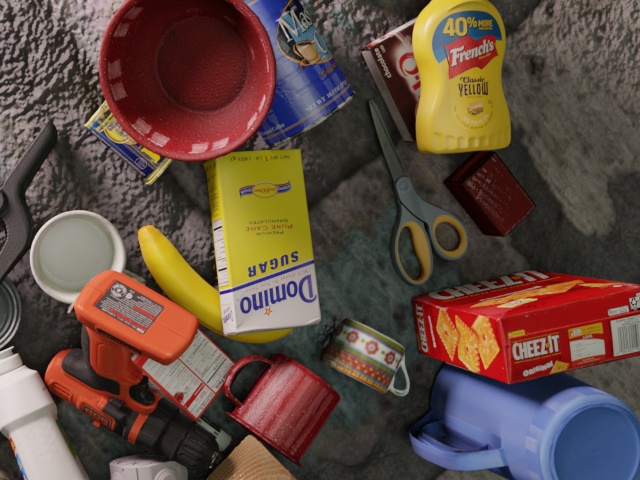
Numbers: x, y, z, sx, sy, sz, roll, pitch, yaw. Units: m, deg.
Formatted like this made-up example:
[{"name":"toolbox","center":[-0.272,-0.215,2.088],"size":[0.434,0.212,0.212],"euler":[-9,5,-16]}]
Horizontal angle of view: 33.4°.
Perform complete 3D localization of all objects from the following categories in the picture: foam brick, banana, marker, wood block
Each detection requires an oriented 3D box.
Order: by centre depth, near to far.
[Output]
[{"name":"wood block","center":[-0.023,0.297,1.050],"size":[0.090,0.091,0.206],"euler":[-45,123,-9]},{"name":"banana","center":[-0.103,0.055,1.069],"size":[0.197,0.037,0.069],"euler":[27,69,-18]},{"name":"marker","center":[-0.140,0.170,1.074],"size":[0.121,0.020,0.020],"euler":[41,83,-16]},{"name":"foam brick","center":[0.180,-0.049,1.133],"size":[0.051,0.053,0.078],"euler":[-42,105,-10]}]

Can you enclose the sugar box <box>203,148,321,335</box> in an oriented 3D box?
[{"name":"sugar box","center":[-0.057,0.001,1.050],"size":[0.093,0.048,0.176],"euler":[-6,83,-23]}]

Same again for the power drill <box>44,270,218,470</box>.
[{"name":"power drill","center":[-0.163,0.123,0.966],"size":[0.184,0.188,0.057],"euler":[28,48,5]}]

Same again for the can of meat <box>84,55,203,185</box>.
[{"name":"can of meat","center":[-0.163,-0.118,1.024],"size":[0.084,0.057,0.102],"euler":[41,82,-13]}]

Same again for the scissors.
[{"name":"scissors","center":[0.105,-0.053,1.130],"size":[0.096,0.016,0.202],"euler":[-8,97,-17]}]

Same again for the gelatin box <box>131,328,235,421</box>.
[{"name":"gelatin box","center":[-0.136,0.125,1.055],"size":[0.089,0.030,0.073],"euler":[46,61,-15]}]

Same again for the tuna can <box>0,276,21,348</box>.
[{"name":"tuna can","center":[-0.325,0.064,1.002],"size":[0.086,0.034,0.086],"euler":[-1,95,-17]}]

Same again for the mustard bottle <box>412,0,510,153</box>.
[{"name":"mustard bottle","center":[0.140,-0.185,1.065],"size":[0.096,0.058,0.191],"euler":[-6,97,-20]}]

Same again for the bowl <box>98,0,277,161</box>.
[{"name":"bowl","center":[-0.113,-0.154,0.959],"size":[0.162,0.055,0.162],"euler":[3,106,9]}]

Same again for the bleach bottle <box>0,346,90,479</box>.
[{"name":"bleach bottle","center":[-0.254,0.220,1.013],"size":[0.068,0.103,0.251],"euler":[-24,94,-18]}]

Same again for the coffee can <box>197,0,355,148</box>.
[{"name":"coffee can","center":[-0.045,-0.175,1.030],"size":[0.102,0.103,0.140],"euler":[-35,103,-11]}]

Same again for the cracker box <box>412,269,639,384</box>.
[{"name":"cracker box","center":[0.207,0.080,1.067],"size":[0.164,0.214,0.072],"euler":[-10,96,-16]}]

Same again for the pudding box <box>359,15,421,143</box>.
[{"name":"pudding box","center":[0.105,-0.170,1.108],"size":[0.090,0.039,0.113],"euler":[-31,103,-12]}]

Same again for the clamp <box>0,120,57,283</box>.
[{"name":"clamp","center":[-0.314,-0.039,0.981],"size":[0.120,0.039,0.171],"euler":[8,73,-9]}]

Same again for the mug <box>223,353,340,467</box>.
[{"name":"mug","center":[-0.043,0.160,1.066],"size":[0.117,0.093,0.081],"euler":[38,79,-14]}]

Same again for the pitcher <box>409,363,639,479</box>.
[{"name":"pitcher","center":[0.203,0.187,1.059],"size":[0.145,0.243,0.149],"euler":[30,85,-15]}]
